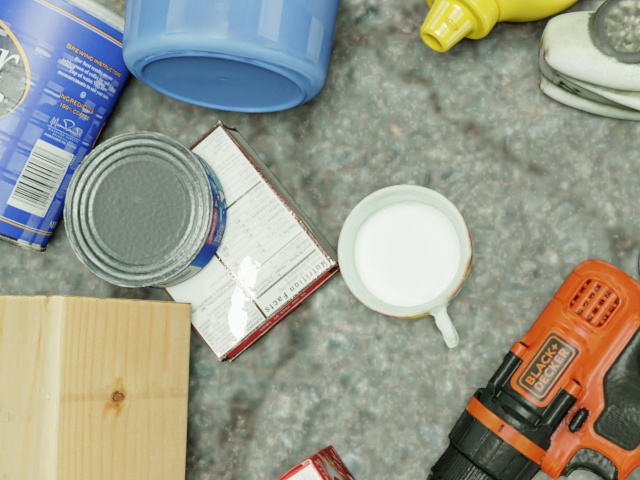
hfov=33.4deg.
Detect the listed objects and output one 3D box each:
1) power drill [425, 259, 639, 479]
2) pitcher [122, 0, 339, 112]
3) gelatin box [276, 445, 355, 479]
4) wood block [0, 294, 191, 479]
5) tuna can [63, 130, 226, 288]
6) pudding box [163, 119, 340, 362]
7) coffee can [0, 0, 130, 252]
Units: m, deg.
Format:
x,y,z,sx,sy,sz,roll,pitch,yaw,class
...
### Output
x,y,z,sx,sy,sz,roll,pitch,yaw,class
0.160,0.128,0.552,0.188,0.057,0.184,36,93,21,power drill
-0.049,-0.200,0.579,0.149,0.144,0.243,-4,75,44,pitcher
0.014,0.158,0.580,0.030,0.073,0.089,-35,80,5,gelatin box
-0.134,0.135,0.584,0.090,0.090,0.206,-3,83,44,wood block
-0.096,-0.016,0.594,0.086,0.033,0.086,-1,84,11,tuna can
-0.054,0.001,0.624,0.090,0.039,0.113,-39,82,5,pudding box
-0.176,-0.078,0.619,0.103,0.102,0.140,26,90,11,coffee can
